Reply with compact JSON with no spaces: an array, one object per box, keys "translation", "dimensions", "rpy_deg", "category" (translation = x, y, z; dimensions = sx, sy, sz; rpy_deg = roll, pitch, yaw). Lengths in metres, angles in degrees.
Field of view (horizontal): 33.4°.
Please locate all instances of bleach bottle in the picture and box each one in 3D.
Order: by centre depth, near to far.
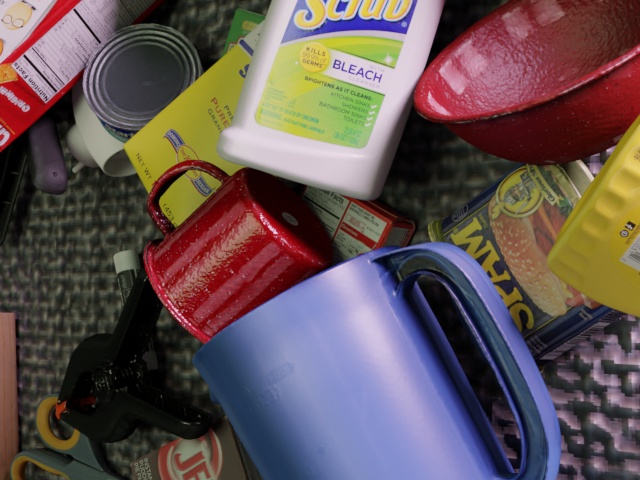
[{"translation":[0.023,-0.155,0.600],"dimensions":[0.102,0.068,0.251],"rpy_deg":[16,97,2],"category":"bleach bottle"}]

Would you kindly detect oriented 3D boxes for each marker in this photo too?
[{"translation":[-0.135,0.067,0.794],"dimensions":[0.020,0.020,0.121],"rpy_deg":[-23,73,34],"category":"marker"}]

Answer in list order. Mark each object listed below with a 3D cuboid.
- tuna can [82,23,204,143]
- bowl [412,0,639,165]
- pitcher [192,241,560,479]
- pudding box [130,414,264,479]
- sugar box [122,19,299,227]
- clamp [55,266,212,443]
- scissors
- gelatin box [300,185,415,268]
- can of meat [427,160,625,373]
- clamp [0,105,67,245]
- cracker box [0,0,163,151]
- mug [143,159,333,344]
[{"translation":[-0.125,-0.111,0.768],"dimensions":[0.086,0.034,0.086],"rpy_deg":[-2,69,5],"category":"tuna can"},{"translation":[0.131,-0.087,0.551],"dimensions":[0.162,0.162,0.055],"rpy_deg":[-15,118,35],"category":"bowl"},{"translation":[0.050,0.128,0.566],"dimensions":[0.145,0.149,0.243],"rpy_deg":[-27,79,-14],"category":"pitcher"},{"translation":[-0.072,0.185,0.720],"dimensions":[0.090,0.039,0.113],"rpy_deg":[-30,70,25],"category":"pudding box"},{"translation":[-0.040,-0.077,0.697],"dimensions":[0.176,0.048,0.093],"rpy_deg":[-39,72,23],"category":"sugar box"},{"translation":[-0.140,0.087,0.756],"dimensions":[0.172,0.039,0.120],"rpy_deg":[-18,73,44],"category":"clamp"},{"translation":[-0.159,0.167,0.807],"dimensions":[0.202,0.016,0.096],"rpy_deg":[-2,80,32],"category":"scissors"},{"translation":[0.011,0.011,0.682],"dimensions":[0.073,0.030,0.089],"rpy_deg":[34,106,36],"category":"gelatin box"},{"translation":[0.121,0.009,0.582],"dimensions":[0.084,0.057,0.102],"rpy_deg":[-38,65,26],"category":"can of meat"},{"translation":[-0.241,-0.101,0.864],"dimensions":[0.165,0.036,0.210],"rpy_deg":[-33,53,48],"category":"clamp"},{"translation":[-0.226,-0.183,0.803],"dimensions":[0.213,0.072,0.164],"rpy_deg":[-45,57,-6],"category":"cracker box"},{"translation":[-0.054,0.001,0.650],"dimensions":[0.082,0.093,0.117],"rpy_deg":[-42,90,19],"category":"mug"}]
